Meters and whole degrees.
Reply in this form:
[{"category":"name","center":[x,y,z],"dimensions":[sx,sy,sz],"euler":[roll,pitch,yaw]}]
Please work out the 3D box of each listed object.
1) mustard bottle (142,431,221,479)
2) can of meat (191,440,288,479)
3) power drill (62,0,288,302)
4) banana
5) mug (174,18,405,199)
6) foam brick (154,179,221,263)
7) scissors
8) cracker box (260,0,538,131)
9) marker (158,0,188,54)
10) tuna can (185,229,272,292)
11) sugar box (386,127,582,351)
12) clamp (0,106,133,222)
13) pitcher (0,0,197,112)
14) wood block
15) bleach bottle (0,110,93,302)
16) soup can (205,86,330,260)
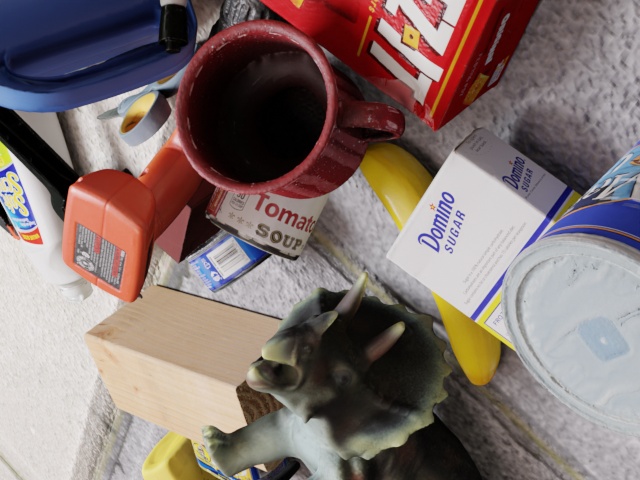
[{"category":"mustard bottle","center":[-0.101,0.281,1.080],"dimensions":[0.058,0.096,0.191],"euler":[-29,100,19]},{"category":"can of meat","center":[-0.080,0.185,1.002],"dimensions":[0.102,0.057,0.084],"euler":[22,138,35]},{"category":"power drill","center":[-0.085,-0.064,0.674],"dimensions":[0.057,0.187,0.185],"euler":[31,145,7]},{"category":"banana","center":[0.077,0.012,0.693],"dimensions":[0.198,0.037,0.070],"euler":[62,171,-10]},{"category":"mug","center":[-0.010,-0.067,0.590],"dimensions":[0.117,0.081,0.093],"euler":[1,86,21]},{"category":"foam brick","center":[-0.107,-0.031,0.842],"dimensions":[0.051,0.052,0.078],"euler":[41,144,14]},{"category":"scissors","center":[-0.130,-0.115,0.811],"dimensions":[0.016,0.096,0.202],"euler":[41,180,-22]},{"category":"cracker box","center":[0.018,-0.182,0.550],"dimensions":[0.214,0.072,0.164],"euler":[40,144,15]},{"category":"marker","center":[-0.091,-0.176,0.666],"dimensions":[0.020,0.020,0.121],"euler":[-9,78,52]},{"category":"tuna can","center":[-0.055,0.001,0.784],"dimensions":[0.034,0.086,0.086],"euler":[54,145,-6]},{"category":"sugar box","center":[0.133,0.023,0.602],"dimensions":[0.176,0.048,0.093],"euler":[39,132,10]},{"category":"clamp","center":[-0.209,-0.039,0.912],"dimensions":[0.165,0.036,0.210],"euler":[33,159,16]},{"category":"pitcher","center":[-0.207,-0.147,0.680],"dimensions":[0.149,0.242,0.145],"euler":[10,124,54]},{"category":"wood block","center":[-0.099,0.114,0.931],"dimensions":[0.206,0.090,0.090],"euler":[11,129,43]},{"category":"bleach bottle","center":[-0.262,-0.045,0.997],"dimensions":[0.103,0.068,0.251],"euler":[18,136,39]},{"category":"soup can","center":[-0.022,-0.047,0.674],"dimensions":[0.069,0.068,0.102],"euler":[29,95,29]}]
